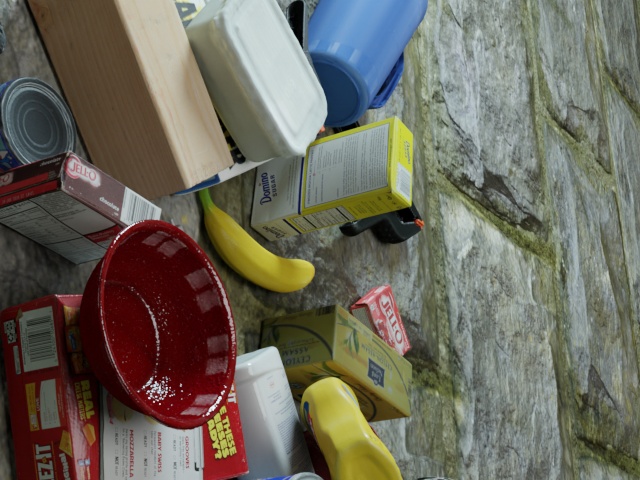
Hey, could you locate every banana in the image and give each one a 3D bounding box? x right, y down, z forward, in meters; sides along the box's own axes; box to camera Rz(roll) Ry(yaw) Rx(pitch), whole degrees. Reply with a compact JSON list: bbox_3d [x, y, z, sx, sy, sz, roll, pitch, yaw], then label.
[{"bbox_3d":[-0.061,0.016,1.121,0.197,0.037,0.069,40,47,-46],"label":"banana"}]

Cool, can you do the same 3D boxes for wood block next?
[{"bbox_3d":[-0.167,-0.143,0.952,0.090,0.091,0.206,-38,111,-59],"label":"wood block"}]

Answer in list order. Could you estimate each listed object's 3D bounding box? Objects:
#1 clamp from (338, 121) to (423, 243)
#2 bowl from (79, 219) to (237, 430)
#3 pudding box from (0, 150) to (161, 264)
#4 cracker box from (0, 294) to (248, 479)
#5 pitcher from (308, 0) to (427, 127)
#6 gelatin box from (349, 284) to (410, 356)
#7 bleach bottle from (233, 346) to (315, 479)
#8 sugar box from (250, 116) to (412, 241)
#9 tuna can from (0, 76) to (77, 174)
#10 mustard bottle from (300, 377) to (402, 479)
[{"bbox_3d":[0.077,-0.063,1.390,0.209,0.036,0.164,25,58,-57],"label":"clamp"},{"bbox_3d":[-0.132,0.068,0.813,0.162,0.055,0.162,36,46,-49],"label":"bowl"},{"bbox_3d":[-0.197,-0.024,0.852,0.113,0.090,0.039,39,48,-48],"label":"pudding box"},{"bbox_3d":[-0.157,0.130,0.877,0.213,0.072,0.164,5,74,-60],"label":"cracker box"},{"bbox_3d":[0.045,-0.241,1.328,0.149,0.145,0.242,31,46,-5],"label":"pitcher"},{"bbox_3d":[0.075,0.108,1.323,0.073,0.030,0.089,-32,106,-59],"label":"gelatin box"},{"bbox_3d":[-0.039,0.233,1.015,0.251,0.068,0.102,71,19,0],"label":"bleach bottle"},{"bbox_3d":[0.012,-0.063,1.138,0.048,0.177,0.093,38,48,-45],"label":"sugar box"},{"bbox_3d":[-0.238,-0.088,0.865,0.086,0.034,0.086,31,52,-51],"label":"tuna can"},{"bbox_3d":[0.021,0.182,0.999,0.096,0.058,0.192,66,-5,-22],"label":"mustard bottle"}]
